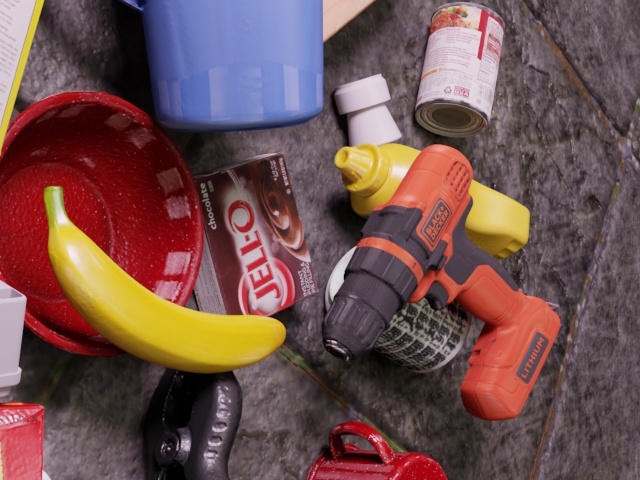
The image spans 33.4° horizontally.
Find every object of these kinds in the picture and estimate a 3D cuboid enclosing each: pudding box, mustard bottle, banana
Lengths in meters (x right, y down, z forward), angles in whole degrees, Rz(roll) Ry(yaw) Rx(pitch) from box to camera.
[{"bbox_3d":[-0.055,0.001,0.770,0.089,0.039,0.113,-23,100,-45],"label":"pudding box"},{"bbox_3d":[0.082,-0.034,0.877,0.191,0.096,0.058,24,68,-41],"label":"mustard bottle"},{"bbox_3d":[-0.093,0.042,0.645,0.197,0.037,0.069,37,62,-38],"label":"banana"}]

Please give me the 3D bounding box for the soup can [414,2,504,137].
[{"bbox_3d":[0.125,-0.152,0.961,0.068,0.069,0.102,29,64,-40],"label":"soup can"}]

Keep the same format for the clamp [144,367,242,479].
[{"bbox_3d":[-0.077,0.140,0.674,0.039,0.120,0.171,31,58,-46],"label":"clamp"}]

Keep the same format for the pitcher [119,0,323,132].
[{"bbox_3d":[-0.069,-0.191,0.657,0.144,0.149,0.243,-21,111,-56],"label":"pitcher"}]

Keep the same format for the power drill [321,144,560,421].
[{"bbox_3d":[0.094,0.051,0.789,0.187,0.057,0.184,49,61,-30],"label":"power drill"}]

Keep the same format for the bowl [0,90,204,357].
[{"bbox_3d":[-0.150,-0.008,0.661,0.161,0.055,0.162,9,77,-45],"label":"bowl"}]

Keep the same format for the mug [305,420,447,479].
[{"bbox_3d":[0.043,0.191,0.811,0.093,0.082,0.117,-27,103,-45],"label":"mug"}]
